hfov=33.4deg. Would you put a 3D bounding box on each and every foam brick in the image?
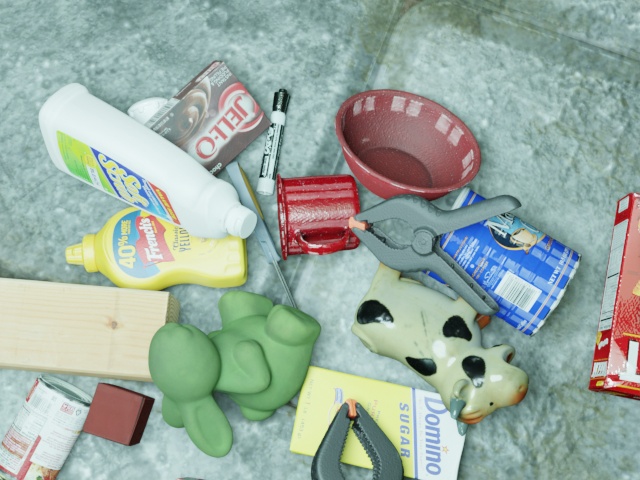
[{"bbox_3d":[-0.208,0.180,1.106,0.051,0.078,0.053,18,81,2],"label":"foam brick"}]

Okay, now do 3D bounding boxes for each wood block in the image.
[{"bbox_3d":[-0.259,0.094,1.115,0.206,0.090,0.091,5,79,2],"label":"wood block"}]

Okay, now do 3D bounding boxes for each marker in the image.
[{"bbox_3d":[-0.052,-0.110,1.185,0.020,0.020,0.121,9,80,2],"label":"marker"}]

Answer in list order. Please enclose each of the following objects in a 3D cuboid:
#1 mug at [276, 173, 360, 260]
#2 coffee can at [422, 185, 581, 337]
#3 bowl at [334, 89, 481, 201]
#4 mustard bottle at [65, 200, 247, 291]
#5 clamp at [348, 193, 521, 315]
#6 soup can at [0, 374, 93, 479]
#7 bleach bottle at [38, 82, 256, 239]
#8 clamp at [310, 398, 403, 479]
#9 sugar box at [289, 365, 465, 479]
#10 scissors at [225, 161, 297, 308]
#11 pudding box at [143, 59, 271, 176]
[{"bbox_3d":[-0.001,-0.022,1.125,0.081,0.117,0.093,-4,120,-5],"label":"mug"},{"bbox_3d":[0.185,0.022,1.117,0.140,0.103,0.103,31,82,5],"label":"coffee can"},{"bbox_3d":[0.087,-0.090,1.140,0.162,0.055,0.162,10,45,-10],"label":"bowl"},{"bbox_3d":[-0.177,0.008,1.145,0.191,0.058,0.096,-5,69,0],"label":"mustard bottle"},{"bbox_3d":[0.111,0.009,1.057,0.172,0.039,0.120,6,96,25],"label":"clamp"},{"bbox_3d":[-0.286,0.198,1.104,0.068,0.068,0.102,28,86,5],"label":"soup can"},{"bbox_3d":[-0.174,-0.072,1.102,0.251,0.102,0.068,27,55,24],"label":"bleach bottle"},{"bbox_3d":[0.032,0.261,1.041,0.164,0.036,0.210,-8,69,-18],"label":"clamp"},{"bbox_3d":[0.062,0.194,1.117,0.176,0.048,0.093,11,80,3],"label":"sugar box"},{"bbox_3d":[-0.058,0.001,1.158,0.016,0.096,0.201,-22,112,1],"label":"scissors"},{"bbox_3d":[-0.123,-0.126,1.156,0.113,0.039,0.090,-43,116,-7],"label":"pudding box"}]
